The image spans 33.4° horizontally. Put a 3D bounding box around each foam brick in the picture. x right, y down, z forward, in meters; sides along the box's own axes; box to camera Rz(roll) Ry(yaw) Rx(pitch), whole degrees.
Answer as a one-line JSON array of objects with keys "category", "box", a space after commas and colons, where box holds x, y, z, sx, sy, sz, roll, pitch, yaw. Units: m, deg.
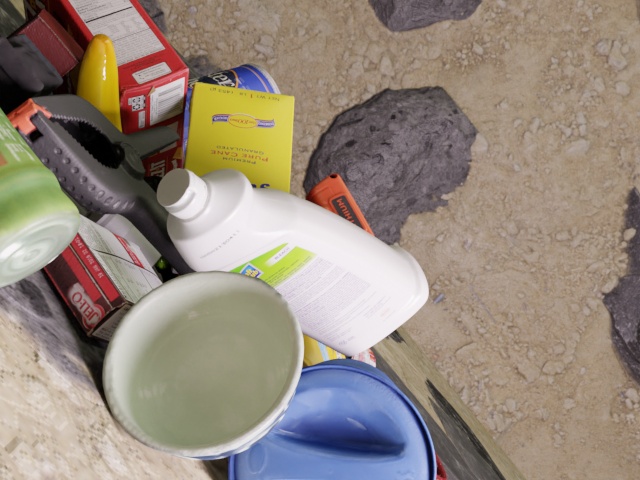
[{"category": "foam brick", "box": [-0.244, -0.149, 0.889, 0.051, 0.078, 0.053, 51, 5, -19]}]

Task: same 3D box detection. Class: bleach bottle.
[{"category": "bleach bottle", "box": [-0.023, 0.007, 0.796, 0.250, 0.103, 0.068, 35, 20, -48]}]

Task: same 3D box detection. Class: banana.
[{"category": "banana", "box": [-0.171, -0.070, 0.893, 0.037, 0.070, 0.198, -24, 100, -53]}]

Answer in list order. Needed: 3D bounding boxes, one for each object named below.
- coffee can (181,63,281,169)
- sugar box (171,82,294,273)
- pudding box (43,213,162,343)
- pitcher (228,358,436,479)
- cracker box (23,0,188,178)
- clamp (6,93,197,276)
[{"category": "coffee can", "box": [-0.120, -0.121, 1.119, 0.103, 0.140, 0.103, 32, -48, 43]}, {"category": "sugar box", "box": [-0.072, -0.051, 0.910, 0.048, 0.093, 0.176, 107, -14, -54]}, {"category": "pudding box", "box": [-0.141, 0.032, 0.725, 0.090, 0.039, 0.113, 52, 6, 24]}, {"category": "pitcher", "box": [0.005, 0.142, 0.790, 0.243, 0.145, 0.149, 36, 43, -86]}, {"category": "cracker box", "box": [-0.208, -0.163, 1.007, 0.214, 0.072, 0.164, 53, -28, 25]}, {"category": "clamp", "box": [-0.149, -0.057, 0.782, 0.209, 0.036, 0.164, 37, 25, -49]}]
